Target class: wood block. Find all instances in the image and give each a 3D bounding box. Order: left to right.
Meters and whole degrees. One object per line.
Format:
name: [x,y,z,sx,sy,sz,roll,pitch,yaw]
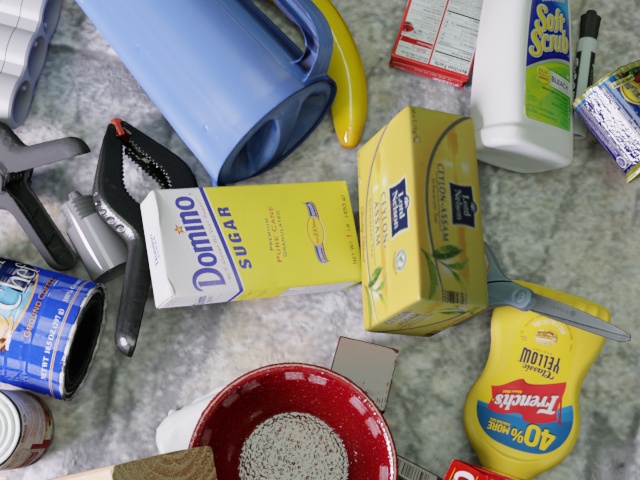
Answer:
wood block: [-0.170,0.219,0.808,0.090,0.207,0.091,-3,77,-45]

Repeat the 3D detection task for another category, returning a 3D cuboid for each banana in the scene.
banana: [-0.004,-0.177,0.969,0.070,0.037,0.198,-38,80,12]

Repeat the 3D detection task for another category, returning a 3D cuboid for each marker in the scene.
marker: [0.239,-0.152,0.969,0.020,0.020,0.121,10,80,2]

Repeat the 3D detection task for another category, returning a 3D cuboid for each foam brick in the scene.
foam brick: [0.034,0.114,0.893,0.051,0.078,0.053,14,80,4]

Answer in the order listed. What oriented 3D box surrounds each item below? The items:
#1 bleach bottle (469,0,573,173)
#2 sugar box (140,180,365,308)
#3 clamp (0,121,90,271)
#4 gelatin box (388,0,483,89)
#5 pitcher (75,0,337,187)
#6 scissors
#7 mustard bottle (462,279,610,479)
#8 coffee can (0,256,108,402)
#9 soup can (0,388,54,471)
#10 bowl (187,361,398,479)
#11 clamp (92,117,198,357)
bleach bottle: [0.178,-0.191,0.941,0.102,0.068,0.251,13,75,-41]
sugar box: [-0.056,0.001,0.896,0.175,0.048,0.093,-5,75,-27]
clamp: [-0.260,-0.063,0.915,0.172,0.039,0.120,34,115,20]
gelatin box: [0.109,-0.191,0.972,0.073,0.030,0.089,17,80,2]
pitcher: [-0.103,-0.178,0.918,0.149,0.145,0.243,-40,79,-8]
scissors: [0.152,0.060,0.886,0.202,0.016,0.096,41,99,38]
mustard bottle: [0.172,0.136,0.898,0.096,0.058,0.191,17,81,8]
coffee can: [-0.261,0.067,0.890,0.140,0.103,0.103,15,80,3]
soup can: [-0.264,0.155,0.874,0.068,0.102,0.068,0,80,0]
bowl: [-0.022,0.177,0.830,0.162,0.055,0.162,0,80,0]
clamp: [-0.127,-0.014,0.923,0.164,0.036,0.210,-13,70,-28]
